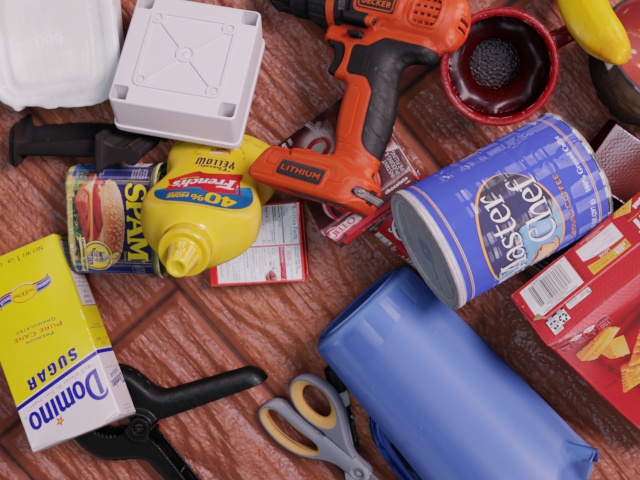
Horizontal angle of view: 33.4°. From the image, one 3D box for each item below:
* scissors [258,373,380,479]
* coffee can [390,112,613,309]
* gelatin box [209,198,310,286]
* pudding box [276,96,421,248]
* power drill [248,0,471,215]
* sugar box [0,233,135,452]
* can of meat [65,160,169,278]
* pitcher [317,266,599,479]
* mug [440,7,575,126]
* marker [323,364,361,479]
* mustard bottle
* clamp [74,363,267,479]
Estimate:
[{"bbox_3d":[0.036,0.189,0.960,0.202,0.016,0.096,28,123,14],"label":"scissors"},{"bbox_3d":[0.141,-0.024,0.838,0.140,0.103,0.103,-28,98,-9],"label":"coffee can"},{"bbox_3d":[-0.056,0.001,0.955,0.089,0.030,0.073,-3,100,6],"label":"gelatin box"},{"bbox_3d":[0.024,-0.062,0.897,0.090,0.113,0.039,-35,139,10],"label":"pudding box"},{"bbox_3d":[0.010,-0.125,0.848,0.185,0.057,0.187,19,90,31],"label":"power drill"},{"bbox_3d":[-0.243,0.092,0.965,0.093,0.048,0.176,-23,82,9],"label":"sugar box"},{"bbox_3d":[-0.177,-0.020,0.950,0.084,0.057,0.102,1,101,8],"label":"can of meat"},{"bbox_3d":[0.107,0.148,0.926,0.149,0.145,0.243,-42,91,0],"label":"pitcher"},{"bbox_3d":[0.155,-0.149,0.876,0.117,0.081,0.093,-27,97,10],"label":"mug"},{"bbox_3d":[0.023,0.169,0.985,0.020,0.020,0.121,-10,100,8],"label":"marker"},{"bbox_3d":[-0.094,-0.026,0.868,0.096,0.191,0.058,9,121,3],"label":"mustard bottle"},{"bbox_3d":[-0.161,0.179,0.997,0.210,0.036,0.164,9,102,6],"label":"clamp"}]
